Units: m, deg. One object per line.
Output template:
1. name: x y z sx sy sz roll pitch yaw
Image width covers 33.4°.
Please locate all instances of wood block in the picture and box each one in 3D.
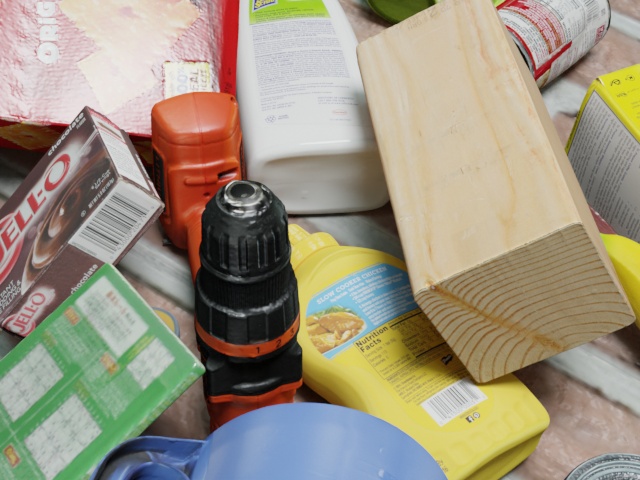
1. wood block: 0.090 -0.038 0.597 0.090 0.090 0.206 -25 44 16

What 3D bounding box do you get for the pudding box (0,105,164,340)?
1. pudding box: -0.146 -0.009 0.609 0.113 0.039 0.090 -46 41 9

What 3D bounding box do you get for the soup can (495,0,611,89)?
1. soup can: 0.156 -0.149 0.776 0.069 0.068 0.102 39 58 23

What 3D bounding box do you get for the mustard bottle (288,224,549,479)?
1. mustard bottle: 0.033 0.060 0.608 0.096 0.058 0.192 -26 59 -24

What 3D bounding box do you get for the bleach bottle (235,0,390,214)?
1. bleach bottle: -0.012 -0.132 0.753 0.102 0.068 0.251 -3 50 -6

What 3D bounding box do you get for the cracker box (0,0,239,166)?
1. cracker box: -0.159 -0.140 0.679 0.213 0.072 0.164 7 74 -17

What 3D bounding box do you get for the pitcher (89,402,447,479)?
1. pitcher: -0.027 0.181 0.410 0.149 0.145 0.242 -12 26 16

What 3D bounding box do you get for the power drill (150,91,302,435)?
1. power drill: -0.054 0.001 0.580 0.057 0.184 0.188 -6 43 -11
